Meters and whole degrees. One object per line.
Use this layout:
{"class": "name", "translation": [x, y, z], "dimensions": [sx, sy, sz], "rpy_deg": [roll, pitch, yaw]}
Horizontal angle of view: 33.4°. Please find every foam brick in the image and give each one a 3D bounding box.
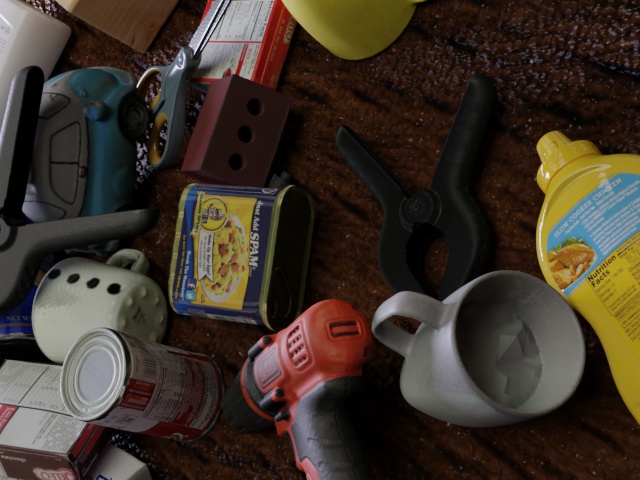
{"class": "foam brick", "translation": [-0.064, -0.079, 0.809], "dimensions": [0.051, 0.053, 0.078], "rpy_deg": [5, 76, 65]}

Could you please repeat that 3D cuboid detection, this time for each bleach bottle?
{"class": "bleach bottle", "translation": [-0.335, -0.114, 1.034], "dimensions": [0.103, 0.068, 0.251], "rpy_deg": [33, 97, 40]}

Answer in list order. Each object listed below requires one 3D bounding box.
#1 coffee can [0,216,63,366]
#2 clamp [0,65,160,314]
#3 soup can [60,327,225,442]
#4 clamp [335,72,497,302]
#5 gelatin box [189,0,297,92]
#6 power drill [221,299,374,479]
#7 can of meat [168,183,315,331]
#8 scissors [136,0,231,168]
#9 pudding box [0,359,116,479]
{"class": "coffee can", "translation": [-0.273, 0.044, 0.901], "dimensions": [0.103, 0.102, 0.140], "rpy_deg": [-32, 58, 25]}
{"class": "clamp", "translation": [-0.226, -0.005, 0.806], "dimensions": [0.165, 0.036, 0.210], "rpy_deg": [42, 100, 18]}
{"class": "soup can", "translation": [-0.127, 0.105, 0.768], "dimensions": [0.069, 0.102, 0.068], "rpy_deg": [-13, 66, 33]}
{"class": "clamp", "translation": [0.078, -0.026, 0.700], "dimensions": [0.120, 0.039, 0.171], "rpy_deg": [-30, 64, 31]}
{"class": "gelatin box", "translation": [-0.064, -0.156, 0.859], "dimensions": [0.089, 0.030, 0.073], "rpy_deg": [10, 81, 43]}
{"class": "power drill", "translation": [-0.006, 0.148, 0.663], "dimensions": [0.185, 0.057, 0.188], "rpy_deg": [-48, 53, 57]}
{"class": "can of meat", "translation": [-0.057, 0.010, 0.762], "dimensions": [0.084, 0.057, 0.102], "rpy_deg": [5, 84, 25]}
{"class": "scissors", "translation": [-0.105, -0.122, 0.843], "dimensions": [0.202, 0.016, 0.096], "rpy_deg": [-25, 71, 55]}
{"class": "pudding box", "translation": [-0.211, 0.136, 0.807], "dimensions": [0.114, 0.039, 0.090], "rpy_deg": [4, 38, 21]}
